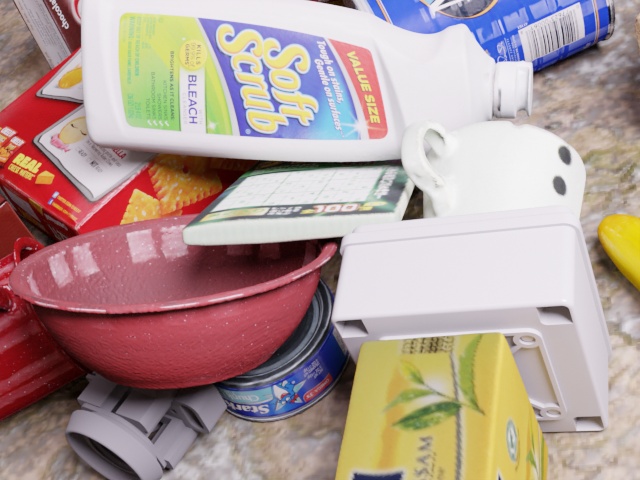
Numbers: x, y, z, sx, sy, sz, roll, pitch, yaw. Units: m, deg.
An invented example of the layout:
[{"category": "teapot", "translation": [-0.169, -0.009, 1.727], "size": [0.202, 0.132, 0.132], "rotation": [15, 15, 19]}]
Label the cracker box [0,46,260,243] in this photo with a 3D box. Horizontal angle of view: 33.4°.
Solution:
[{"category": "cracker box", "translation": [-0.118, -0.084, 0.740], "size": [0.213, 0.072, 0.164], "rotation": [-44, 46, -19]}]

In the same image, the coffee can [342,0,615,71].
[{"category": "coffee can", "translation": [0.096, -0.143, 0.669], "size": [0.140, 0.102, 0.103], "rotation": [-25, 43, 2]}]

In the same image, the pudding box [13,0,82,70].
[{"category": "pudding box", "translation": [-0.183, -0.176, 0.829], "size": [0.039, 0.113, 0.090], "rotation": [7, 53, 27]}]

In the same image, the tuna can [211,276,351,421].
[{"category": "tuna can", "translation": [-0.028, 0.055, 0.589], "size": [0.086, 0.033, 0.086], "rotation": [-14, 44, 14]}]

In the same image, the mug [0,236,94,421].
[{"category": "mug", "translation": [-0.187, 0.054, 0.613], "size": [0.081, 0.117, 0.093], "rotation": [-30, 70, 4]}]

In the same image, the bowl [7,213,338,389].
[{"category": "bowl", "translation": [-0.070, 0.031, 0.535], "size": [0.162, 0.055, 0.162], "rotation": [-5, 16, 1]}]

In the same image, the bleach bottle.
[{"category": "bleach bottle", "translation": [-0.008, -0.096, 0.604], "size": [0.251, 0.102, 0.068], "rotation": [3, 11, 14]}]
